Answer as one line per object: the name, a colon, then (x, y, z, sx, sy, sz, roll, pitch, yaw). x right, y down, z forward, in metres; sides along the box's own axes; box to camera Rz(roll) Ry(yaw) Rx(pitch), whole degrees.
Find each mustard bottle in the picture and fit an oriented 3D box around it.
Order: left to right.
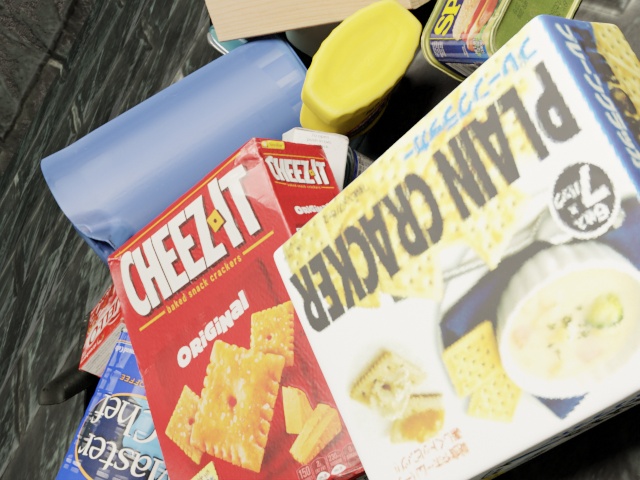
mustard bottle: (0.026, -0.119, 0.832, 0.096, 0.058, 0.191, -48, -1, -5)

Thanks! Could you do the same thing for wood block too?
wood block: (0.002, -0.231, 0.882, 0.207, 0.091, 0.090, -1, 26, 40)

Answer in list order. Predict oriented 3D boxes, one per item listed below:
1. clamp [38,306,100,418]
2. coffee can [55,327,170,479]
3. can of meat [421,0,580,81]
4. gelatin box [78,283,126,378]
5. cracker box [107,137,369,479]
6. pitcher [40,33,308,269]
clamp: (-0.228, 0.132, 1.067, 0.164, 0.036, 0.210, 81, -169, -49)
coffee can: (-0.126, 0.148, 0.778, 0.103, 0.102, 0.140, -8, 57, 62)
can of meat: (0.125, -0.157, 0.717, 0.102, 0.057, 0.084, -65, 26, -1)
gelatin box: (-0.190, 0.075, 0.999, 0.089, 0.030, 0.073, -46, 29, 35)
cracker box: (-0.040, 0.068, 0.665, 0.164, 0.071, 0.214, -35, 66, 35)
pitcher: (-0.117, -0.083, 0.957, 0.243, 0.149, 0.145, -33, -18, -1)
